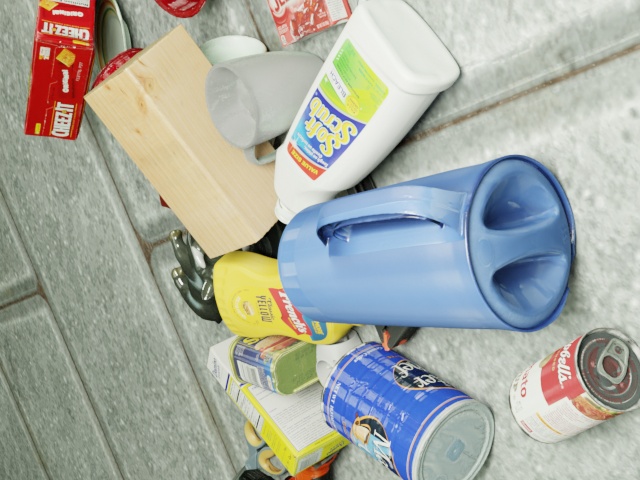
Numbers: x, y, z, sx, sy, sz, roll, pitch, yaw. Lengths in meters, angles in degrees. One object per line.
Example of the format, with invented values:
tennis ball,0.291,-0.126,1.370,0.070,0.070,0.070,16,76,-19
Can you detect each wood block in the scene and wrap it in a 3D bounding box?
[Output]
wood block,-0.123,-0.094,1.058,0.090,0.090,0.206,-19,114,49

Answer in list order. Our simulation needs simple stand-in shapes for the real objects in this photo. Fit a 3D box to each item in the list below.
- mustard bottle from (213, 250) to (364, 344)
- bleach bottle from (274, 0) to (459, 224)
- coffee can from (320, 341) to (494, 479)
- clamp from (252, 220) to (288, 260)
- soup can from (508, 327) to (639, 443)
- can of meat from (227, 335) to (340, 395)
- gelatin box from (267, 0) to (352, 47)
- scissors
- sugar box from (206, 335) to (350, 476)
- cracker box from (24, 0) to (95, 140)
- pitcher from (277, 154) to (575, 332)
mustard bottle,-0.018,0.063,1.124,0.192,0.058,0.096,4,119,31
bleach bottle,0.022,-0.093,0.954,0.103,0.067,0.251,56,139,21
coffee can,0.083,0.172,1.037,0.140,0.102,0.103,29,133,45
clamp,-0.058,0.001,1.195,0.120,0.039,0.171,18,125,47
soup can,0.205,0.118,0.854,0.068,0.068,0.102,59,148,11
can of meat,-0.038,0.127,1.189,0.084,0.101,0.057,12,120,51
gelatin box,-0.016,-0.226,0.987,0.089,0.030,0.073,-7,104,57
scissors,-0.099,0.289,1.464,0.202,0.016,0.096,-26,90,57
sugar box,-0.046,0.179,1.243,0.176,0.093,0.048,46,143,30
cracker box,-0.305,-0.253,1.272,0.164,0.072,0.213,117,154,-51
pitcher,0.070,0.007,0.873,0.243,0.144,0.149,-7,112,48
